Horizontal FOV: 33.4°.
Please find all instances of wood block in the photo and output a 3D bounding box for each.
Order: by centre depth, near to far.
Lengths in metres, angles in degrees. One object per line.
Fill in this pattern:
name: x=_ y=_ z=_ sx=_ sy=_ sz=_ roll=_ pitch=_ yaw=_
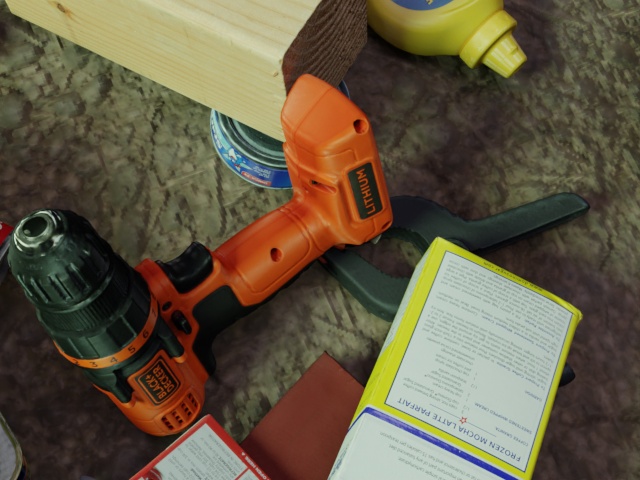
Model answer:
wood block: x=-0.084 y=-0.149 z=0.613 sx=0.206 sy=0.091 sz=0.090 roll=26 pitch=69 yaw=15

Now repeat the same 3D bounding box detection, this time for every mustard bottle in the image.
mustard bottle: x=0.060 y=-0.177 z=0.690 sx=0.096 sy=0.058 sz=0.191 roll=-41 pitch=83 yaw=-19

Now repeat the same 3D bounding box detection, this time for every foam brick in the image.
foam brick: x=-0.008 y=0.110 z=0.585 sx=0.051 sy=0.053 sz=0.078 roll=42 pitch=69 yaw=6

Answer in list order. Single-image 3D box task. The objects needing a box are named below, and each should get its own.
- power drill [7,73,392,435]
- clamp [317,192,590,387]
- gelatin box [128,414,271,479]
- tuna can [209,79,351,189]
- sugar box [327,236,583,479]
power drill: x=-0.054 y=0.001 z=0.542 sx=0.187 sy=0.184 sz=0.057 roll=-40 pitch=59 yaw=-13
clamp: x=0.080 y=0.026 z=0.636 sx=0.171 sy=0.039 sz=0.120 roll=1 pitch=67 yaw=-3
gelatin box: x=-0.060 y=0.137 z=0.513 sx=0.073 sy=0.030 sz=0.089 roll=45 pitch=36 yaw=7
tuna can: x=-0.024 y=-0.076 z=0.655 sx=0.086 sy=0.034 sz=0.086 roll=3 pitch=71 yaw=-9
sugar box: x=0.067 y=0.093 z=0.553 sx=0.093 sy=0.048 sz=0.176 roll=27 pitch=60 yaw=1
